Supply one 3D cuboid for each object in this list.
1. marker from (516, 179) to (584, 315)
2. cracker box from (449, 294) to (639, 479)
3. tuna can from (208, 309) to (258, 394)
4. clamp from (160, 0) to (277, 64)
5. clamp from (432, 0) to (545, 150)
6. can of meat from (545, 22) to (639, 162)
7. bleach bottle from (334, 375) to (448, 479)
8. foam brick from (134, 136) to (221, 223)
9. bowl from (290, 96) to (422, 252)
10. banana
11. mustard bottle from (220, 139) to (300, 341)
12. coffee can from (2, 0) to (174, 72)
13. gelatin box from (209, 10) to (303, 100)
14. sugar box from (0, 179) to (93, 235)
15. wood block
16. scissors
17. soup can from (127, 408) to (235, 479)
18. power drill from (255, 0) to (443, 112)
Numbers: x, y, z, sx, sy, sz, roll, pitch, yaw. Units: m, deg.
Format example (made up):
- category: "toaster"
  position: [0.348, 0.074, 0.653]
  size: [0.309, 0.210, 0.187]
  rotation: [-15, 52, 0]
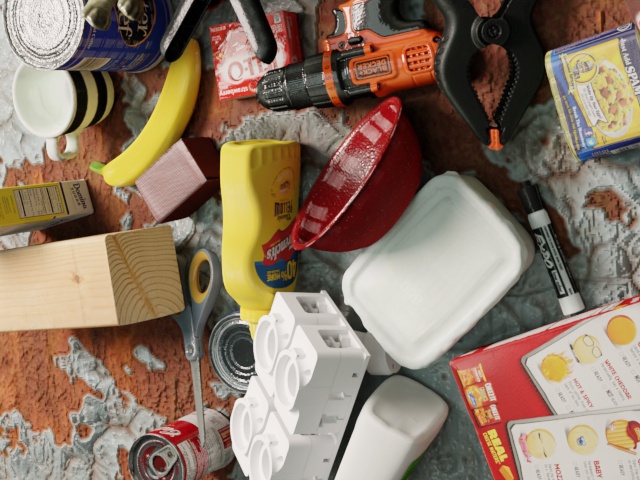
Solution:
- category: "marker"
  position: [0.198, 0.005, 0.923]
  size: [0.020, 0.020, 0.121]
  rotation: [-22, 87, 29]
- category: "cracker box"
  position: [0.238, 0.141, 0.891]
  size: [0.214, 0.072, 0.164]
  rotation: [-22, 87, 29]
- category: "tuna can"
  position: [-0.070, 0.111, 1.077]
  size: [0.086, 0.033, 0.086]
  rotation: [5, 100, 28]
- category: "clamp"
  position: [-0.096, -0.234, 0.943]
  size: [0.120, 0.039, 0.171]
  rotation: [-3, 89, 24]
- category: "clamp"
  position: [0.151, -0.183, 0.894]
  size: [0.164, 0.036, 0.210]
  rotation: [-11, 105, 1]
- category: "can of meat"
  position: [0.237, -0.120, 0.862]
  size: [0.084, 0.057, 0.102]
  rotation: [-16, 89, 32]
- category: "bleach bottle"
  position: [0.035, 0.254, 1.015]
  size: [0.068, 0.102, 0.251]
  rotation: [30, 118, 15]
- category: "foam brick"
  position: [-0.138, -0.061, 1.079]
  size: [0.078, 0.052, 0.051]
  rotation: [-38, 79, 26]
- category: "bowl"
  position: [0.041, -0.046, 0.946]
  size: [0.055, 0.162, 0.162]
  rotation: [34, 116, -14]
- category: "banana"
  position: [-0.173, -0.117, 1.098]
  size: [0.198, 0.037, 0.070]
  rotation: [-46, 76, 26]
- category: "mustard bottle"
  position: [-0.056, 0.001, 1.017]
  size: [0.058, 0.096, 0.192]
  rotation: [6, 100, 27]
- category: "coffee can"
  position: [-0.226, -0.218, 1.053]
  size: [0.103, 0.140, 0.103]
  rotation: [5, 100, 28]
- category: "gelatin box"
  position: [-0.061, -0.178, 1.031]
  size: [0.089, 0.030, 0.073]
  rotation: [-5, 95, 30]
- category: "sugar box"
  position: [-0.332, -0.029, 1.119]
  size: [0.093, 0.176, 0.048]
  rotation: [-15, 92, 29]
- category: "wood block"
  position: [-0.250, 0.042, 1.113]
  size: [0.207, 0.090, 0.091]
  rotation: [-6, 94, 40]
- category: "scissors"
  position: [-0.117, 0.096, 1.072]
  size: [0.096, 0.016, 0.202]
  rotation: [-39, 59, 37]
- category: "soup can"
  position: [-0.138, 0.216, 1.091]
  size: [0.069, 0.102, 0.068]
  rotation: [5, 100, 28]
- category: "power drill"
  position: [0.016, -0.215, 0.958]
  size: [0.185, 0.057, 0.187]
  rotation: [-9, 95, 17]
